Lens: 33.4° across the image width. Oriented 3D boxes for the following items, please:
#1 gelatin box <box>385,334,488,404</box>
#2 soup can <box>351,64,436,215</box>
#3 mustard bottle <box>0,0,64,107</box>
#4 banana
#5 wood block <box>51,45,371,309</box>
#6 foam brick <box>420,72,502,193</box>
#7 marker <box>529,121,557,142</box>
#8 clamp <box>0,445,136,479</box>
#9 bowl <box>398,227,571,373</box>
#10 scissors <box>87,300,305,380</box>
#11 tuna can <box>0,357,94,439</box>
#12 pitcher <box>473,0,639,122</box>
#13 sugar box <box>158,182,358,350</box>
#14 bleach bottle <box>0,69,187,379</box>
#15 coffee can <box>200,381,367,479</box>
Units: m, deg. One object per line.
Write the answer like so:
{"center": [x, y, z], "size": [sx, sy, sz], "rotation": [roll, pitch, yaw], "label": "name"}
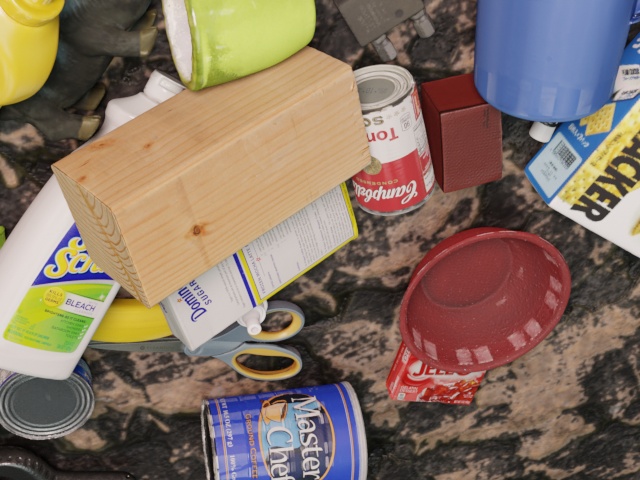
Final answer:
{"center": [0.116, 0.123, 1.040], "size": [0.089, 0.030, 0.073], "rotation": [7, 122, -20], "label": "gelatin box"}
{"center": [0.051, -0.080, 0.852], "size": [0.068, 0.068, 0.102], "rotation": [-18, 128, -2], "label": "soup can"}
{"center": [-0.218, -0.129, 0.681], "size": [0.192, 0.058, 0.096], "rotation": [-22, 92, 43], "label": "mustard bottle"}
{"center": [-0.196, 0.053, 0.900], "size": [0.197, 0.037, 0.070], "rotation": [22, 119, -28], "label": "banana"}
{"center": [-0.073, -0.055, 0.773], "size": [0.205, 0.090, 0.091], "rotation": [-34, 132, -24], "label": "wood block"}
{"center": [0.116, -0.089, 0.874], "size": [0.053, 0.051, 0.078], "rotation": [-13, 127, -7], "label": "foam brick"}
{"center": [0.206, -0.137, 0.884], "size": [0.020, 0.020, 0.121], "rotation": [9, 122, -21], "label": "marker"}
{"center": [-0.262, 0.232, 1.010], "size": [0.120, 0.039, 0.171], "rotation": [-42, 124, 14], "label": "clamp"}
{"center": [0.142, 0.044, 0.974], "size": [0.162, 0.055, 0.162], "rotation": [-7, 126, -10], "label": "bowl"}
{"center": [-0.100, 0.081, 0.960], "size": [0.201, 0.016, 0.096], "rotation": [17, 117, -25], "label": "scissors"}
{"center": [-0.245, 0.135, 0.947], "size": [0.086, 0.034, 0.086], "rotation": [-7, 126, -10], "label": "tuna can"}
{"center": [0.183, -0.208, 0.755], "size": [0.144, 0.149, 0.243], "rotation": [-16, 132, -18], "label": "pitcher"}
{"center": [-0.056, 0.001, 0.858], "size": [0.176, 0.048, 0.093], "rotation": [-32, 129, -18], "label": "sugar box"}
{"center": [-0.180, -0.017, 0.815], "size": [0.102, 0.068, 0.251], "rotation": [22, 103, -42], "label": "bleach bottle"}
{"center": [-0.036, 0.191, 1.002], "size": [0.140, 0.103, 0.103], "rotation": [-5, 126, -11], "label": "coffee can"}
